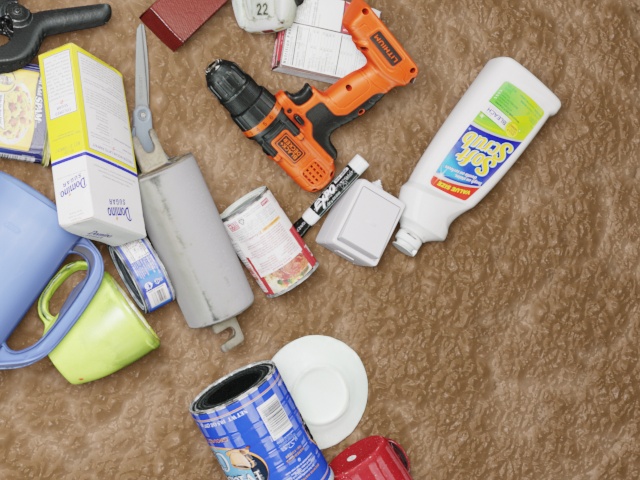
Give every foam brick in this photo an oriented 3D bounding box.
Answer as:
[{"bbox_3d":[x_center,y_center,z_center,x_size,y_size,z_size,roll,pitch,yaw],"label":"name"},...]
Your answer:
[{"bbox_3d":[-0.141,-0.244,1.119,0.078,0.053,0.051,-47,105,-14],"label":"foam brick"}]

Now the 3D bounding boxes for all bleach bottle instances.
[{"bbox_3d":[0.170,-0.086,1.235,0.102,0.068,0.250,38,80,-17],"label":"bleach bottle"}]

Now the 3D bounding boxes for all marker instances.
[{"bbox_3d":[0.006,-0.045,1.175,0.020,0.020,0.121,40,98,-17],"label":"marker"}]

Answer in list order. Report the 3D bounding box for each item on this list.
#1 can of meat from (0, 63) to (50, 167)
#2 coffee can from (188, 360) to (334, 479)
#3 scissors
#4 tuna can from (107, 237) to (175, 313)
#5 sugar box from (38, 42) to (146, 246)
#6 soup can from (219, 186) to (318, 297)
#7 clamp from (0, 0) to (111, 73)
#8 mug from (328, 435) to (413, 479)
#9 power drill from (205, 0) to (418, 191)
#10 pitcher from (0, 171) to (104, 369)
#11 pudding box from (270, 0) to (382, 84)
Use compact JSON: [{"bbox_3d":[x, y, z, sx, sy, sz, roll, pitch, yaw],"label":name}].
[{"bbox_3d":[-0.306,-0.129,1.056,0.083,0.057,0.102,8,87,-18],"label":"can of meat"},{"bbox_3d":[-0.062,0.213,1.128,0.102,0.103,0.140,-30,101,-18],"label":"coffee can"},{"bbox_3d":[-0.203,-0.119,1.116,0.096,0.016,0.202,-17,97,-22],"label":"scissors"},{"bbox_3d":[-0.184,0.031,1.089,0.033,0.086,0.086,-29,101,-17],"label":"tuna can"},{"bbox_3d":[-0.218,-0.089,1.019,0.048,0.093,0.176,-14,73,20],"label":"sugar box"},{"bbox_3d":[-0.058,0.001,1.146,0.068,0.069,0.102,-37,102,-17],"label":"soup can"},{"bbox_3d":[-0.286,-0.211,1.040,0.120,0.039,0.171,29,60,-2],"label":"clamp"},{"bbox_3d":[0.064,0.265,1.191,0.081,0.093,0.117,57,42,-7],"label":"mug"},{"bbox_3d":[-0.005,-0.168,1.137,0.188,0.057,0.184,-41,118,7],"label":"power drill"},{"bbox_3d":[-0.331,0.057,1.011,0.243,0.149,0.144,-59,143,-7],"label":"pitcher"},{"bbox_3d":[0.007,-0.223,1.183,0.113,0.039,0.090,10,90,-18],"label":"pudding box"}]
